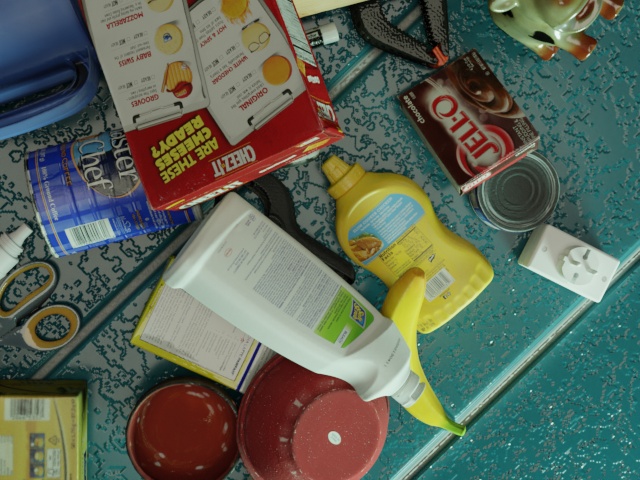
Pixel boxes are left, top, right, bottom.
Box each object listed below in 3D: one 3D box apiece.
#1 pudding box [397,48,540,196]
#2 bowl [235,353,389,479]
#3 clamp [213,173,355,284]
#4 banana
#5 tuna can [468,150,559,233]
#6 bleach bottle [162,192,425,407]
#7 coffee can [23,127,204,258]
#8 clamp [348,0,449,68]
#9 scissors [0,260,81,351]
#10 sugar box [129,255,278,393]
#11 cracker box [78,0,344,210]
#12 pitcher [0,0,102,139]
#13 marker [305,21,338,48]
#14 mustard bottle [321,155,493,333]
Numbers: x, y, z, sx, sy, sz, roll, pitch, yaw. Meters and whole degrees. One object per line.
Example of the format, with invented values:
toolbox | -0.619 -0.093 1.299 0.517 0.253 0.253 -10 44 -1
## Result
pudding box | 0.141 -0.113 1.021 0.090 0.039 0.113 -33 73 -2
bowl | 0.005 0.177 1.006 0.161 0.055 0.162 -4 100 -23
clamp | -0.057 0.001 1.016 0.120 0.039 0.171 -36 87 -30
banana | 0.089 0.109 1.034 0.070 0.037 0.198 -8 121 18
tuna can | 0.191 -0.050 1.052 0.086 0.034 0.086 -1 96 -5
bleach bottle | -0.013 0.070 0.959 0.250 0.068 0.102 39 59 -8
coffee can | -0.188 -0.050 0.982 0.140 0.103 0.103 -15 97 -4
clamp | 0.046 -0.248 1.017 0.164 0.036 0.210 -30 94 0
scissors | -0.314 0.108 1.030 0.096 0.016 0.202 41 91 -8
sugar box | -0.085 0.092 1.035 0.176 0.048 0.093 26 90 -10
cracker box | -0.095 -0.152 0.887 0.164 0.072 0.214 -23 83 19
pitcher | -0.315 -0.163 0.944 0.243 0.149 0.145 -23 113 0
marker | -0.042 -0.183 1.024 0.121 0.020 0.020 -18 97 -4
mustard bottle | 0.071 -0.007 1.032 0.096 0.058 0.191 -42 98 14
